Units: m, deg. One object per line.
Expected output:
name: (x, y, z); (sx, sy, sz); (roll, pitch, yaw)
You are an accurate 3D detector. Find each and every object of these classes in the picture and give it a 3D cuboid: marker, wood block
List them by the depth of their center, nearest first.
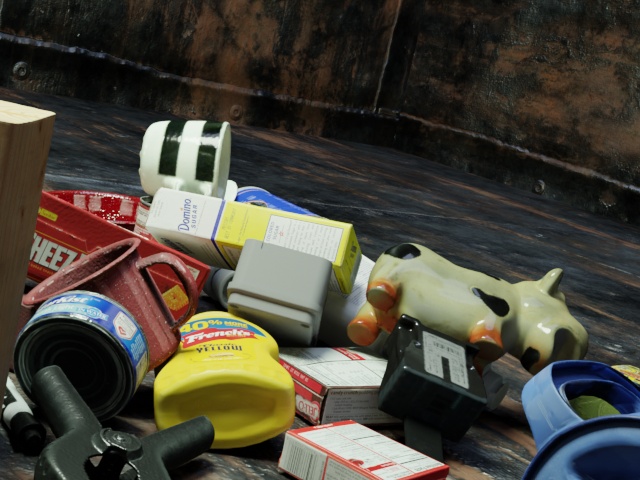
wood block: (-0.223, 0.021, 0.613); (0.091, 0.206, 0.090); (13, 10, -2)
marker: (-0.204, 0.106, 0.699); (0.020, 0.020, 0.121); (6, 12, -32)

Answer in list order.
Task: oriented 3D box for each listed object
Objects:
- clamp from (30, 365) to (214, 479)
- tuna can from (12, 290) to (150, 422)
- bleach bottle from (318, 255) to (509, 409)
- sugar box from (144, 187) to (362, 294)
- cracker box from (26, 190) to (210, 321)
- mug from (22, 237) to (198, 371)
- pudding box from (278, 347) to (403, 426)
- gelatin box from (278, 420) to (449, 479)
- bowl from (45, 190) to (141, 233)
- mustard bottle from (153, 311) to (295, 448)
clamp: (-0.112, 0.130, 0.622); (0.120, 0.039, 0.171); (12, 18, -16)
tuna can: (-0.159, 0.079, 0.709); (0.086, 0.086, 0.033); (13, 26, 4)
bleach bottle: (0.056, 0.079, 0.978); (0.251, 0.068, 0.102); (33, 44, 26)
sugar box: (-0.056, 0.001, 0.936); (0.176, 0.048, 0.093); (14, -16, 12)
cracker box: (-0.217, 0.008, 0.916); (0.164, 0.072, 0.214); (27, -7, -32)
mug: (-0.142, 0.051, 0.764); (0.117, 0.081, 0.093); (-24, 14, 10)
pudding box: (0.020, 0.118, 0.863); (0.113, 0.039, 0.090); (3, 14, -36)
gelatin box: (0.029, 0.152, 0.708); (0.089, 0.030, 0.073); (20, 11, 37)
bowl: (-0.243, -0.014, 1.194); (0.162, 0.055, 0.162); (8, 12, -2)
mustard bottle: (-0.077, 0.095, 0.804); (0.096, 0.058, 0.192); (-3, 12, -8)
